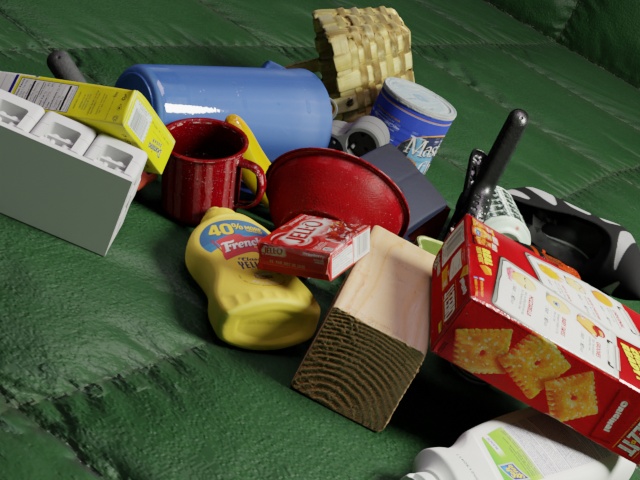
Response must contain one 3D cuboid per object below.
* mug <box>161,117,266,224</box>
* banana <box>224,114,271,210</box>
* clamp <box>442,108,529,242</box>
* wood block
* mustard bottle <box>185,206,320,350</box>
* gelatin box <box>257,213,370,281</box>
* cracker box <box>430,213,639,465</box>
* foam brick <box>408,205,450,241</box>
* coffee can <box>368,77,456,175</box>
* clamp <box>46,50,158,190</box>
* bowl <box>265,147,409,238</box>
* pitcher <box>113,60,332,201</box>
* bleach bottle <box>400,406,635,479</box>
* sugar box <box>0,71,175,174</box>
[{"bbox_3d":[-0.111,-0.067,1.098,0.117,0.081,0.093,15,34,11],"label":"mug"},{"bbox_3d":[-0.044,-0.061,1.174,0.197,0.070,0.037,41,40,-20],"label":"banana"},{"bbox_3d":[0.184,-0.047,1.287,0.036,0.210,0.164,24,-9,-3],"label":"clamp"},{"bbox_3d":[0.052,0.075,0.989,0.090,0.091,0.206,28,23,2],"label":"wood block"},{"bbox_3d":[-0.075,0.025,1.005,0.096,0.058,0.192,0,32,-24],"label":"mustard bottle"},{"bbox_3d":[-0.005,0.005,0.963,0.073,0.030,0.089,10,21,25],"label":"gelatin box"},{"bbox_3d":[0.201,0.085,0.946,0.213,0.072,0.164,30,25,-9],"label":"cracker box"},{"bbox_3d":[0.115,-0.040,1.336,0.052,0.051,0.078,6,31,-38],"label":"foam brick"},{"bbox_3d":[0.100,-0.126,1.389,0.102,0.140,0.103,21,24,-10],"label":"coffee can"},{"bbox_3d":[-0.228,-0.112,1.128,0.171,0.039,0.120,53,-9,17],"label":"clamp"},{"bbox_3d":[0.009,-0.021,1.111,0.162,0.162,0.055,25,54,-3],"label":"bowl"},{"bbox_3d":[-0.111,-0.130,1.224,0.242,0.145,0.149,-3,24,-41],"label":"pitcher"},{"bbox_3d":[0.157,0.188,0.898,0.250,0.068,0.103,0,35,-41],"label":"bleach bottle"},{"bbox_3d":[-0.238,-0.114,1.025,0.176,0.048,0.093,8,-24,21],"label":"sugar box"}]
